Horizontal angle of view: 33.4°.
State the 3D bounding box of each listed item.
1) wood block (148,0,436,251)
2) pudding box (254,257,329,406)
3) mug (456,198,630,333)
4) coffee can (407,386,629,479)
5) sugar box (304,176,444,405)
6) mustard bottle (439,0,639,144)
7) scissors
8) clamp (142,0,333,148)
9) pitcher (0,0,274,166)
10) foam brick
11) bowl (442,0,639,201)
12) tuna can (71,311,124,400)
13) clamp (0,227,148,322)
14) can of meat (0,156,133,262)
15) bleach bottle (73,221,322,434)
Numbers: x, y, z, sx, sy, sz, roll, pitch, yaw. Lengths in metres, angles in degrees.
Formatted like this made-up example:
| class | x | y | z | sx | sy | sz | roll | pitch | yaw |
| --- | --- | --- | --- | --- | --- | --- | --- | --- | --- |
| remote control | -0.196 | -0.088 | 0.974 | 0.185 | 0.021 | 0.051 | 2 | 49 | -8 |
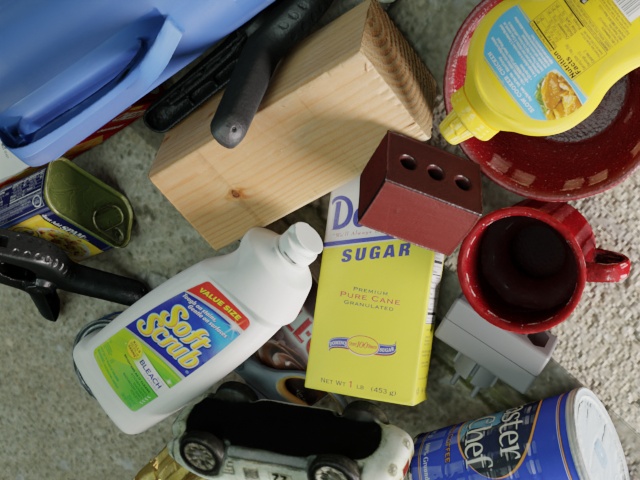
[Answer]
| class | x | y | z | sx | sy | sz | roll | pitch | yaw |
| --- | --- | --- | --- | --- | --- | --- | --- | --- | --- |
| wood block | -0.022 | -0.087 | 0.832 | 0.206 | 0.090 | 0.090 | -27 | 119 | 27 |
| pudding box | -0.014 | 0.078 | 0.911 | 0.090 | 0.039 | 0.113 | -40 | 84 | 27 |
| mug | 0.168 | 0.014 | 0.787 | 0.117 | 0.081 | 0.093 | 2 | 103 | 25 |
| coffee can | 0.153 | 0.181 | 0.823 | 0.140 | 0.102 | 0.103 | -22 | 93 | 28 |
| sugar box | 0.046 | 0.035 | 0.842 | 0.093 | 0.048 | 0.176 | 6 | 91 | 19 |
| mustard bottle | 0.156 | -0.126 | 0.709 | 0.192 | 0.058 | 0.096 | -38 | 87 | 28 |
| scissors | -0.067 | 0.125 | 0.916 | 0.202 | 0.016 | 0.096 | 24 | 107 | 21 |
| clamp | -0.042 | -0.151 | 0.808 | 0.210 | 0.165 | 0.036 | -49 | 118 | -4 |
| pitcher | -0.147 | -0.164 | 0.794 | 0.243 | 0.144 | 0.149 | -29 | 88 | 18 |
| foam brick | 0.072 | -0.033 | 0.769 | 0.078 | 0.053 | 0.051 | 19 | 136 | -14 |
| bowl | 0.173 | -0.112 | 0.770 | 0.162 | 0.055 | 0.162 | 6 | 105 | 24 |
| tuna can | -0.189 | 0.111 | 1.004 | 0.086 | 0.033 | 0.086 | 6 | 105 | 24 |
| clamp | -0.253 | 0.033 | 0.961 | 0.120 | 0.171 | 0.039 | -22 | 54 | 31 |
| can of meat | -0.234 | -0.020 | 0.959 | 0.084 | 0.102 | 0.057 | -21 | 53 | 30 |
| bleach bottle | -0.095 | 0.059 | 0.872 | 0.251 | 0.068 | 0.102 | -40 | 80 | 31 |
